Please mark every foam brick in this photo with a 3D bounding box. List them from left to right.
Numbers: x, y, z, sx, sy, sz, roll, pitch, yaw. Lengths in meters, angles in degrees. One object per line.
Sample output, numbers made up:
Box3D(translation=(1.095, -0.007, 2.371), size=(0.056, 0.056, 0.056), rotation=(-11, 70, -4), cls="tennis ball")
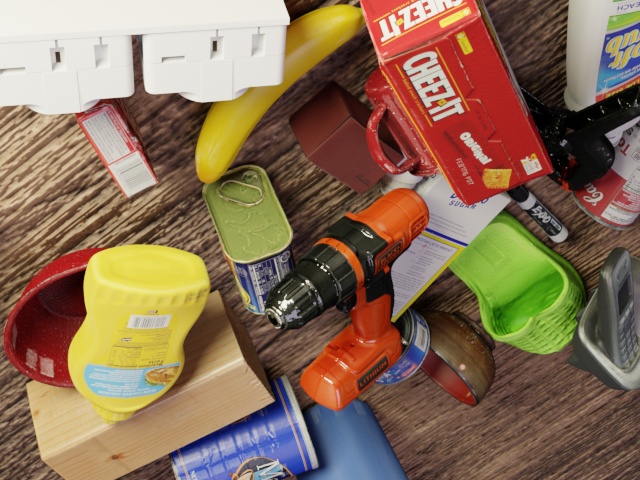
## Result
Box3D(translation=(0.022, -0.085, 0.888), size=(0.053, 0.051, 0.078), rotation=(-40, 138, 18), cls="foam brick")

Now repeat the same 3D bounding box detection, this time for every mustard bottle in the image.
Box3D(translation=(-0.159, 0.089, 0.892), size=(0.096, 0.058, 0.192), rotation=(1, 133, -25), cls="mustard bottle")

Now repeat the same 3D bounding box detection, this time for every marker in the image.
Box3D(translation=(0.215, -0.031, 1.068), size=(0.020, 0.020, 0.121), rotation=(-38, 138, 15), cls="marker")

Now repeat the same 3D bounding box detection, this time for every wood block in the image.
Box3D(translation=(-0.161, 0.146, 1.017), size=(0.206, 0.090, 0.090), rotation=(-26, 141, 1), cls="wood block")

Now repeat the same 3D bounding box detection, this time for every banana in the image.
Box3D(translation=(-0.036, -0.116, 0.812), size=(0.198, 0.037, 0.069), rotation=(-40, 141, 16), cls="banana")

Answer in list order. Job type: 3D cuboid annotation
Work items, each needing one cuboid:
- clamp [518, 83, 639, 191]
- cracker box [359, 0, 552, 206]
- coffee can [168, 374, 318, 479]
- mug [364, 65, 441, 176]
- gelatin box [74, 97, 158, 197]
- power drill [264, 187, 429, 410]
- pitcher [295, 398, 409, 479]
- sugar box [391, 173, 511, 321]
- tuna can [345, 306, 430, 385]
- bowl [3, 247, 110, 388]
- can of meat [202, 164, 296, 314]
Box3D(translation=(0.199, -0.101, 0.935), size=(0.036, 0.165, 0.210), rotation=(-65, 161, -13), cls="clamp")
Box3D(translation=(0.071, -0.153, 0.711), size=(0.072, 0.214, 0.164), rotation=(-24, 142, 14), cls="cracker box")
Box3D(translation=(-0.084, 0.213, 1.117), size=(0.140, 0.103, 0.103), rotation=(-19, 140, -6), cls="coffee can")
Box3D(translation=(0.080, -0.103, 0.847), size=(0.117, 0.093, 0.081), rotation=(-44, 112, -19), cls="mug")
Box3D(translation=(-0.154, -0.087, 0.780), size=(0.030, 0.073, 0.089), rotation=(-25, 139, -1), cls="gelatin box")
Box3D(translation=(0.022, 0.063, 0.930), size=(0.184, 0.057, 0.188), rotation=(-36, 147, -32), cls="power drill")
Box3D(translation=(0.046, 0.304, 1.172), size=(0.149, 0.243, 0.144), rotation=(-41, 137, 18), cls="pitcher")
Box3D(translation=(0.087, -0.004, 1.014), size=(0.093, 0.048, 0.176), rotation=(21, 119, -38), cls="sugar box")
Box3D(translation=(0.066, 0.101, 1.085), size=(0.086, 0.086, 0.033), rotation=(-36, 137, 13), cls="tuna can")
Box3D(translation=(-0.197, 0.058, 0.929), size=(0.162, 0.055, 0.162), rotation=(-14, 139, -13), cls="bowl")
Box3D(translation=(-0.056, 0.001, 0.905), size=(0.057, 0.102, 0.084), rotation=(-20, 142, -7), cls="can of meat")
